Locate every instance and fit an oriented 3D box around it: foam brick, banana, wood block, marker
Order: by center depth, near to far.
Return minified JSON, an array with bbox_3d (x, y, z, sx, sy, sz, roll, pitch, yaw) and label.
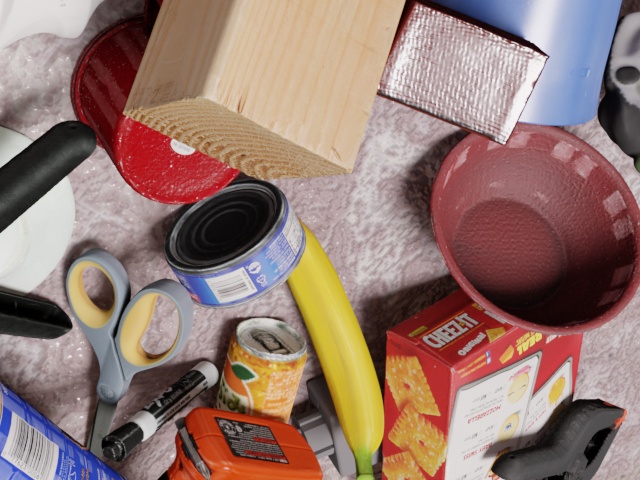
[{"bbox_3d":[-0.012,-0.143,0.542,0.090,0.090,0.206,25,77,-32],"label":"wood block"},{"bbox_3d":[0.070,-0.092,0.561,0.078,0.053,0.051,20,109,-9],"label":"foam brick"},{"bbox_3d":[-0.106,0.113,0.709,0.121,0.020,0.020,-36,145,-58],"label":"marker"},{"bbox_3d":[0.010,0.068,0.746,0.037,0.069,0.198,-20,98,2],"label":"banana"}]

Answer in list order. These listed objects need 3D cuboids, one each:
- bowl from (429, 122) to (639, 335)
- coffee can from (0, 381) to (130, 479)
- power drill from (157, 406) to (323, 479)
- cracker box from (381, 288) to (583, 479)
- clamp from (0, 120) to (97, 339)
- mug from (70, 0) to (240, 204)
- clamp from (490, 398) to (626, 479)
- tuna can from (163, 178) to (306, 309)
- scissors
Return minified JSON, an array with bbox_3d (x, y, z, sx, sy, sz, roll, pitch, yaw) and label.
[{"bbox_3d":[0.145,-0.002,0.754,0.162,0.162,0.055,-12,161,-20],"label":"bowl"},{"bbox_3d":[-0.184,0.146,0.611,0.103,0.103,0.140,-39,130,-1],"label":"coffee can"},{"bbox_3d":[-0.083,0.204,0.731,0.184,0.057,0.188,20,114,-46],"label":"power drill"},{"bbox_3d":[0.124,0.135,0.829,0.163,0.072,0.214,-26,131,-36],"label":"cracker box"},{"bbox_3d":[-0.217,0.029,0.585,0.209,0.036,0.165,-25,145,-31],"label":"clamp"},{"bbox_3d":[-0.086,-0.083,0.604,0.093,0.082,0.117,-6,121,-24],"label":"mug"},{"bbox_3d":[0.184,0.186,0.838,0.171,0.039,0.120,-23,131,-40],"label":"clamp"},{"bbox_3d":[-0.054,0.001,0.670,0.086,0.086,0.033,-32,127,-6],"label":"tuna can"},{"bbox_3d":[-0.150,0.080,0.707,0.096,0.016,0.202,43,127,2],"label":"scissors"}]
